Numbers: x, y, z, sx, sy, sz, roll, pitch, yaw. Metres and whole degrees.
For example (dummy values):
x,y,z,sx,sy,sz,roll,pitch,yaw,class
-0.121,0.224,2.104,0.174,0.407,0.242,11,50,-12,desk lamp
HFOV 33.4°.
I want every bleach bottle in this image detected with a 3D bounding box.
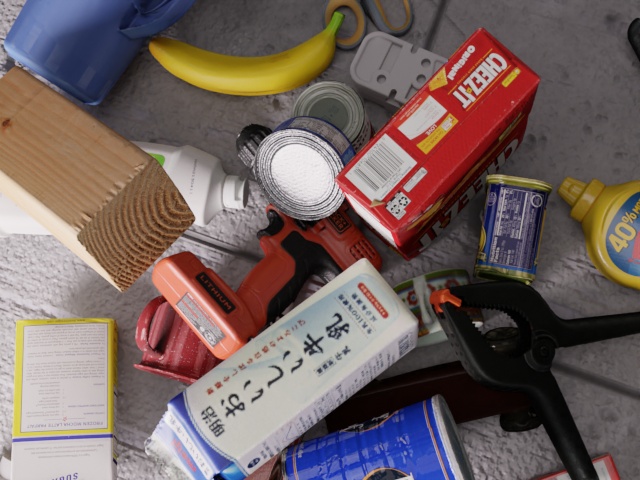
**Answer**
x,y,z,sx,sy,sz,roll,pitch,yaw,class
-0.195,-0.046,1.024,0.251,0.068,0.102,4,80,8,bleach bottle

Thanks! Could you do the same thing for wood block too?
x,y,z,sx,sy,sz,roll,pitch,yaw,class
-0.215,-0.057,0.913,0.206,0.090,0.090,34,73,35,wood block

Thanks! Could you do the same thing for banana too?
x,y,z,sx,sy,sz,roll,pitch,yaw,class
-0.070,-0.174,1.037,0.198,0.037,0.069,-5,78,9,banana

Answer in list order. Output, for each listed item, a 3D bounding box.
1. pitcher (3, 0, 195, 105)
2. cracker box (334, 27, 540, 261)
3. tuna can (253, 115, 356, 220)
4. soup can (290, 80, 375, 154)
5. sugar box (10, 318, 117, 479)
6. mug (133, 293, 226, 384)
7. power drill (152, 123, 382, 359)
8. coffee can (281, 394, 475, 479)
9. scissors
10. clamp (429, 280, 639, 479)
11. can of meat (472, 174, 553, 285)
x,y,z,sx,sy,sz,roll,pitch,yaw,class
-0.189,-0.251,1.020,0.145,0.149,0.243,33,91,-12,pitcher
0.102,-0.070,0.902,0.072,0.213,0.164,44,90,11,cracker box
-0.012,-0.063,0.915,0.086,0.033,0.086,12,123,18,tuna can
0.013,-0.101,0.978,0.068,0.102,0.068,-1,81,8,soup can
-0.235,0.161,0.986,0.093,0.048,0.176,-1,73,-4,sugar box
-0.122,0.085,0.968,0.093,0.117,0.081,6,75,40,mug
-0.056,0.001,0.949,0.187,0.057,0.184,-39,85,-32,power drill
0.052,0.199,0.888,0.140,0.102,0.103,-21,79,8,coffee can
0.012,-0.270,1.048,0.096,0.016,0.202,-38,77,2,scissors
0.181,0.105,0.898,0.209,0.036,0.164,23,75,-15,clamp
0.167,-0.007,0.940,0.057,0.102,0.084,10,85,8,can of meat
